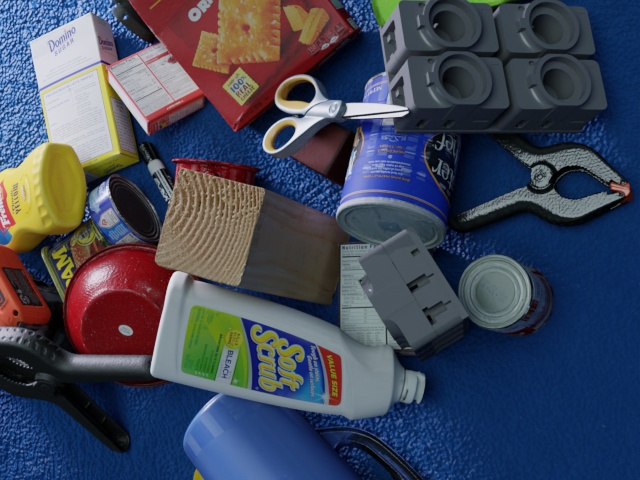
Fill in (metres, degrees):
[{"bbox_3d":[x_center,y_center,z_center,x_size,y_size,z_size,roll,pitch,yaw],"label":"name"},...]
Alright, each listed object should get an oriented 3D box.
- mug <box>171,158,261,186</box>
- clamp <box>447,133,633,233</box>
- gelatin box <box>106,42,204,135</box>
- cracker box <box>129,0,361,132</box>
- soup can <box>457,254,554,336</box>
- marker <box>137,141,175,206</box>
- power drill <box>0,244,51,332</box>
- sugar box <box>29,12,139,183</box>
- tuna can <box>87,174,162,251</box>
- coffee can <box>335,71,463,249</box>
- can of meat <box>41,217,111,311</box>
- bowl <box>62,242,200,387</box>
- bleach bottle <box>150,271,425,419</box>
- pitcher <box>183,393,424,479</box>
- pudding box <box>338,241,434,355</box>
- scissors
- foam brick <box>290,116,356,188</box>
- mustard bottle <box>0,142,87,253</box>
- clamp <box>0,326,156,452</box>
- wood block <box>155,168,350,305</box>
[{"bbox_3d":[-0.111,-0.039,1.094,0.093,0.117,0.081,6,89,-4],"label":"mug"},{"bbox_3d":[0.205,-0.066,1.003,0.172,0.039,0.120,1,87,20],"label":"clamp"},{"bbox_3d":[-0.180,-0.168,1.167,0.073,0.030,0.089,-31,68,-21],"label":"gelatin box"},{"bbox_3d":[-0.088,-0.245,1.092,0.164,0.072,0.213,-38,96,14],"label":"cracker box"},{"bbox_3d":[0.169,0.051,0.966,0.069,0.102,0.068,-3,81,22],"label":"soup can"},{"bbox_3d":[-0.169,-0.059,1.170,0.020,0.020,0.121,-37,70,14],"label":"marker"},{"bbox_3d":[-0.395,0.089,1.163,0.188,0.057,0.184,-41,73,16],"label":"power drill"},{"bbox_3d":[-0.269,-0.159,1.213,0.093,0.048,0.176,-19,72,21],"label":"sugar box"},{"bbox_3d":[-0.210,-0.026,1.147,0.034,0.086,0.086,-34,71,16],"label":"tuna can"},{"bbox_3d":[0.078,-0.074,1.003,0.103,0.102,0.140,3,67,23],"label":"coffee can"},{"bbox_3d":[-0.244,0.029,1.169,0.084,0.057,0.102,-34,71,13],"label":"can of meat"},{"bbox_3d":[-0.196,0.086,1.105,0.162,0.055,0.162,1,104,5],"label":"bowl"},{"bbox_3d":[-0.025,0.105,0.994,0.250,0.068,0.102,12,99,-4],"label":"bleach bottle"},{"bbox_3d":[-0.012,0.243,1.010,0.243,0.149,0.145,46,115,25],"label":"pitcher"},{"bbox_3d":[0.064,0.056,1.045,0.090,0.039,0.113,-3,79,21],"label":"pudding box"},{"bbox_3d":[0.004,-0.105,0.992,0.096,0.016,0.202,-60,36,4],"label":"scissors"},{"bbox_3d":[0.011,-0.089,1.067,0.051,0.078,0.053,30,92,24],"label":"foam brick"},{"bbox_3d":[-0.333,-0.037,1.193,0.192,0.058,0.096,-20,76,45],"label":"mustard bottle"},{"bbox_3d":[-0.265,0.133,1.081,0.210,0.036,0.165,27,133,-11],"label":"clamp"},{"bbox_3d":[-0.057,0.002,1.011,0.091,0.205,0.090,14,88,24],"label":"wood block"}]
